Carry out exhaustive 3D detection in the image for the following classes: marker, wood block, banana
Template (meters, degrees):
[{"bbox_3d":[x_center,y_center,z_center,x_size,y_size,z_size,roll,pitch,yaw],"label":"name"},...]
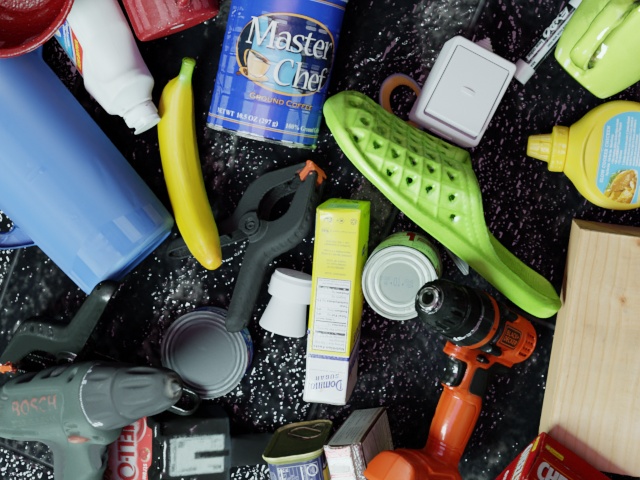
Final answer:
[{"bbox_3d":[0.216,-0.192,0.956,0.020,0.020,0.121,41,101,2],"label":"marker"},{"bbox_3d":[0.255,0.092,0.946,0.090,0.090,0.206,8,98,8],"label":"wood block"},{"bbox_3d":[-0.125,-0.066,0.995,0.037,0.070,0.198,-8,84,-18],"label":"banana"}]

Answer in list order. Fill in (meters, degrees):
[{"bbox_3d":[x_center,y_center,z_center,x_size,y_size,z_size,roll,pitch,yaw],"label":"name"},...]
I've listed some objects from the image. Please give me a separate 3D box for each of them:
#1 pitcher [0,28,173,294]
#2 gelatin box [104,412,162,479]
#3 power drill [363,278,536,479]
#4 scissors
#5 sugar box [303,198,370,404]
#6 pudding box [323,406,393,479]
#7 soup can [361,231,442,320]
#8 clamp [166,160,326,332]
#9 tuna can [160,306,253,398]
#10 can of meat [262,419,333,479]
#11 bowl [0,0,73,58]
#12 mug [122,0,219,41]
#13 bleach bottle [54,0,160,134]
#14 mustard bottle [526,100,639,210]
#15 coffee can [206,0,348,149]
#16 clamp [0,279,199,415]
[{"bbox_3d":[-0.261,-0.062,0.992,0.243,0.144,0.149,48,139,-2],"label":"pitcher"},{"bbox_3d":[-0.198,0.205,1.060,0.073,0.030,0.089,7,98,8],"label":"gelatin box"},{"bbox_3d":[0.108,0.132,0.922,0.057,0.184,0.187,25,90,39],"label":"power drill"},{"bbox_3d":[0.097,-0.071,0.990,0.202,0.016,0.096,45,101,1],"label":"scissors"},{"bbox_3d":[0.017,0.053,0.978,0.048,0.093,0.176,3,98,8],"label":"sugar box"},{"bbox_3d":[0.042,0.212,0.982,0.039,0.113,0.090,-12,94,15],"label":"pudding box"},{"bbox_3d":[0.075,0.031,0.961,0.068,0.102,0.068,1,97,8],"label":"soup can"},{"bbox_3d":[-0.057,0.001,0.995,0.171,0.039,0.120,-39,67,12],"label":"clamp"},{"bbox_3d":[-0.109,0.107,1.033,0.086,0.033,0.086,1,97,9],"label":"tuna can"},{"bbox_3d":[-0.013,0.224,0.999,0.057,0.102,0.084,-10,97,9],"label":"can of meat"},{"bbox_3d":[-0.270,-0.240,0.913,0.162,0.055,0.162,3,106,12],"label":"bowl"},{"bbox_3d":[-0.138,-0.233,0.961,0.093,0.117,0.081,-23,98,-19],"label":"mug"},{"bbox_3d":[-0.220,-0.215,0.979,0.068,0.103,0.251,-31,91,-26],"label":"bleach bottle"},{"bbox_3d":[0.279,-0.073,0.940,0.192,0.058,0.096,7,99,8],"label":"mustard bottle"},{"bbox_3d":[-0.039,-0.161,0.956,0.103,0.102,0.140,13,99,7],"label":"coffee can"},{"bbox_3d":[-0.230,0.101,1.011,0.210,0.036,0.164,-1,129,28],"label":"clamp"}]
